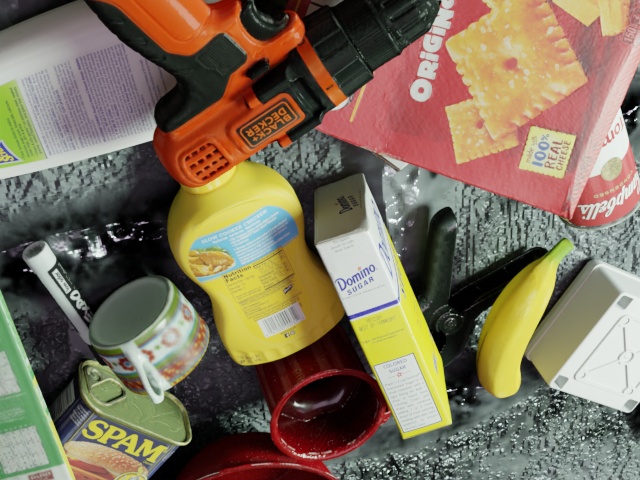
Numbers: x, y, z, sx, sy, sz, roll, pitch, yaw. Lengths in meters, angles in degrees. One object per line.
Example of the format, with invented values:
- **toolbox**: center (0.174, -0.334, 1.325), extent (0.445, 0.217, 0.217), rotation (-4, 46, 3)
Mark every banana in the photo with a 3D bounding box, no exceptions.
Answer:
- **banana**: center (0.159, 0.081, 0.875), extent (0.069, 0.037, 0.198), rotation (-19, 145, -24)

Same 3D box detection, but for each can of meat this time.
- **can of meat**: center (-0.166, 0.152, 0.828), extent (0.102, 0.057, 0.084), rotation (30, 112, -33)

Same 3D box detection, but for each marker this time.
- **marker**: center (-0.178, 0.049, 0.776), extent (0.020, 0.020, 0.121), rotation (-26, 128, -1)

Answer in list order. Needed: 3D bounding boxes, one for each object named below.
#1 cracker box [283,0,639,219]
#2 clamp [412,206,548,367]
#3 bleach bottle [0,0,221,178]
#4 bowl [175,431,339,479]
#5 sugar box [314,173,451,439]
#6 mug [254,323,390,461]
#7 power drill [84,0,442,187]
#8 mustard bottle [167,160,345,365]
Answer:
- **cracker box**: center (0.085, -0.127, 0.658), extent (0.213, 0.072, 0.164), rotation (19, 108, -5)
- **clamp**: center (0.110, 0.055, 0.872), extent (0.120, 0.039, 0.172), rotation (15, 120, -22)
- **bleach bottle**: center (-0.174, -0.094, 0.653), extent (0.250, 0.068, 0.102), rotation (-16, 125, -5)
- **bowl**: center (-0.058, 0.207, 0.891), extent (0.162, 0.055, 0.162), rotation (-6, 138, -6)
- **sugar box**: center (0.046, 0.048, 0.784), extent (0.048, 0.093, 0.176), rotation (-18, 116, 9)
- **mug**: center (0.005, 0.116, 0.847), extent (0.117, 0.081, 0.093), rotation (18, 115, -29)
- **power drill**: center (-0.046, -0.130, 0.561), extent (0.184, 0.057, 0.187), rotation (-34, 130, 9)
- **mustard bottle**: center (-0.055, 0.001, 0.762), extent (0.096, 0.058, 0.191), rotation (-25, 128, 0)
